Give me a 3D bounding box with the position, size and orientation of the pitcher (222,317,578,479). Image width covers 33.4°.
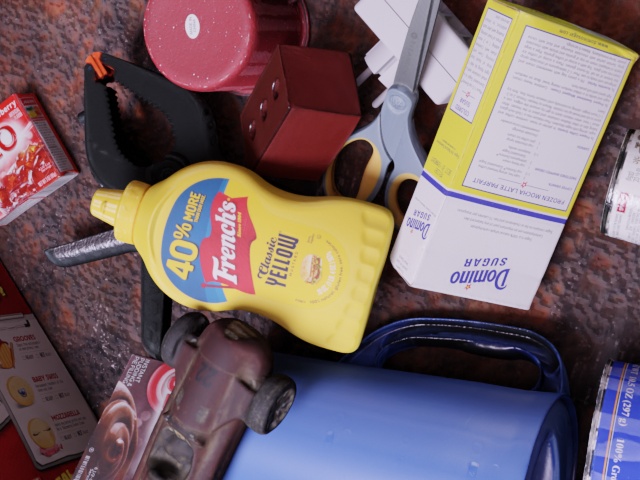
[{"bbox_3d":[0.041,0.134,0.699,0.243,0.149,0.145,9,112,27],"label":"pitcher"}]

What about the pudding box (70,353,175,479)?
[{"bbox_3d":[-0.116,0.146,0.775,0.090,0.039,0.113,11,61,20],"label":"pudding box"}]

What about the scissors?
[{"bbox_3d":[0.063,-0.072,0.667,0.096,0.016,0.202,39,137,3],"label":"scissors"}]

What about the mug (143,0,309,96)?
[{"bbox_3d":[-0.055,-0.147,0.707,0.117,0.081,0.093,-28,89,23],"label":"mug"}]

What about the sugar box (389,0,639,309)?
[{"bbox_3d":[0.116,-0.049,0.655,0.093,0.048,0.176,13,111,-25],"label":"sugar box"}]

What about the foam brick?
[{"bbox_3d":[-0.014,-0.081,0.694,0.078,0.051,0.053,126,143,-50],"label":"foam brick"}]

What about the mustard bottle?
[{"bbox_3d":[-0.055,0.001,0.686,0.191,0.058,0.096,16,97,4],"label":"mustard bottle"}]

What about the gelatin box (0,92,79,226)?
[{"bbox_3d":[-0.241,-0.060,0.824,0.089,0.030,0.073,-30,87,23],"label":"gelatin box"}]

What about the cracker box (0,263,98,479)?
[{"bbox_3d":[-0.262,0.119,0.793,0.072,0.164,0.214,-35,86,21],"label":"cracker box"}]

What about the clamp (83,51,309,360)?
[{"bbox_3d":[-0.089,-0.045,0.735,0.164,0.036,0.210,-27,86,4],"label":"clamp"}]

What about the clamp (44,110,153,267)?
[{"bbox_3d":[-0.118,-0.029,0.778,0.171,0.039,0.120,8,101,12],"label":"clamp"}]
